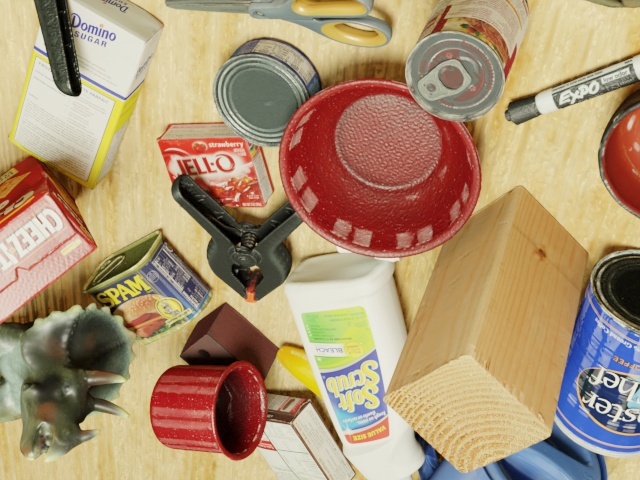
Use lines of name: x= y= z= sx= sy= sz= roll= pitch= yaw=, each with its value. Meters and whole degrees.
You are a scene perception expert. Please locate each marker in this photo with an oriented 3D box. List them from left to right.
marker: x=0.191 y=-0.111 z=0.789 sx=0.121 sy=0.020 sz=0.020 roll=-18 pitch=117 yaw=33

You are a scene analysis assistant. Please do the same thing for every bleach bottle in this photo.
bleach bottle: x=0.049 y=0.134 z=0.990 sx=0.103 sy=0.068 sz=0.251 roll=-6 pitch=115 yaw=28

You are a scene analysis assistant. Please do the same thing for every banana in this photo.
banana: x=0.033 y=0.176 z=1.075 sx=0.070 sy=0.037 sz=0.197 roll=-21 pitch=116 yaw=34

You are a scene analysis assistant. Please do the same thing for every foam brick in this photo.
foam brick: x=-0.091 y=0.112 z=1.068 sx=0.078 sy=0.051 sz=0.053 roll=42 pitch=131 yaw=-12

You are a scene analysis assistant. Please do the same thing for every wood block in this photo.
wood block: x=0.134 y=0.064 z=0.827 sx=0.090 sy=0.205 sz=0.090 roll=43 pitch=131 yaw=-13

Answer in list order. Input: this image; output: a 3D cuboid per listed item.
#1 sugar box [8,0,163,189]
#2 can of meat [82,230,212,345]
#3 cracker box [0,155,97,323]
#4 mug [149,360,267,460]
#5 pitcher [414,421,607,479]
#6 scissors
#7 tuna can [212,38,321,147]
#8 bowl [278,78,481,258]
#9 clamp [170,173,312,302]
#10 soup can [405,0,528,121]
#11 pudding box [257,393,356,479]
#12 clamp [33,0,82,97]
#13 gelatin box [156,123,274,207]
sugar box: x=-0.206 y=-0.136 z=0.927 sx=0.093 sy=0.048 sz=0.176 roll=31 pitch=129 yaw=-1
can of meat: x=-0.169 y=0.049 z=1.050 sx=0.102 sy=0.057 sz=0.084 roll=-24 pitch=117 yaw=37
cracker box: x=-0.289 y=0.010 z=0.932 sx=0.164 sy=0.214 sz=0.072 roll=-39 pitch=110 yaw=-6
mug: x=-0.103 y=0.164 z=1.029 sx=0.082 sy=0.093 sz=0.117 roll=-2 pitch=161 yaw=30
pitcher: x=0.152 y=0.251 z=1.034 sx=0.145 sy=0.149 sz=0.243 roll=18 pitch=136 yaw=-11
scissors: x=-0.027 y=-0.173 z=0.832 sx=0.202 sy=0.016 sz=0.096 roll=5 pitch=164 yaw=46
tuna can: x=-0.043 y=-0.121 z=0.874 sx=0.086 sy=0.033 sz=0.086 roll=12 pitch=130 yaw=15
bowl: x=0.050 y=-0.066 z=0.854 sx=0.162 sy=0.055 sz=0.162 roll=7 pitch=125 yaw=10
clamp: x=-0.056 y=0.001 z=0.951 sx=0.120 sy=0.039 sz=0.171 roll=9 pitch=149 yaw=17
soup can: x=0.105 y=-0.138 z=0.750 sx=0.068 sy=0.102 sz=0.068 roll=12 pitch=130 yaw=14
pudding box: x=-0.026 y=0.212 z=1.115 sx=0.090 sy=0.039 sz=0.113 roll=-1 pitch=129 yaw=44
clamp: x=-0.214 y=-0.227 z=0.831 sx=0.210 sy=0.036 sz=0.165 roll=38 pitch=102 yaw=-1
gelatin box: x=-0.093 y=-0.066 z=0.942 sx=0.089 sy=0.030 sz=0.073 roll=1 pitch=127 yaw=22
